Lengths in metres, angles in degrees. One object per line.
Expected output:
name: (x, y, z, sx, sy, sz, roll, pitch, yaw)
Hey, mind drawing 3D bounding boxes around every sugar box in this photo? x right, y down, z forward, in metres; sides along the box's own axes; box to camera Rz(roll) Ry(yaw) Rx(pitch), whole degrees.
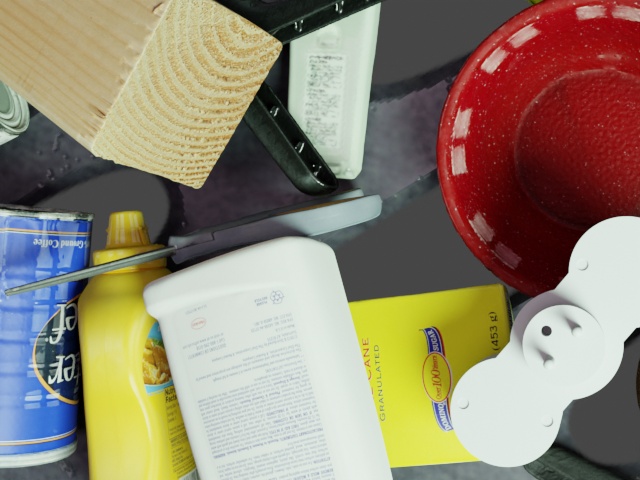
sugar box: (0.021, 0.080, 0.590, 0.176, 0.048, 0.093, -8, 80, 14)

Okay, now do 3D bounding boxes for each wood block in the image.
wood block: (-0.133, -0.123, 0.573, 0.206, 0.090, 0.091, 37, 100, 31)

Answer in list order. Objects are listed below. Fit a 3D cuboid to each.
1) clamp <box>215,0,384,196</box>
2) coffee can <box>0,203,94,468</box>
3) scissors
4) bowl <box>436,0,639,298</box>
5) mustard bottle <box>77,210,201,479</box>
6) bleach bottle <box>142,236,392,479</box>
clamp: (-0.043, -0.092, 0.591, 0.172, 0.039, 0.120, 11, 88, 34)
coffee can: (-0.188, 0.050, 0.617, 0.103, 0.102, 0.140, 6, 92, 13)
scissors: (-0.054, 0.001, 0.551, 0.201, 0.096, 0.016, -17, 97, -29)
bowl: (0.144, -0.046, 0.557, 0.162, 0.055, 0.162, 1, 96, 15)
mustard bottle: (-0.101, 0.079, 0.601, 0.058, 0.096, 0.191, -4, 90, 13)
bleach bottle: (-0.013, 0.130, 0.522, 0.103, 0.068, 0.251, -19, 75, 22)
